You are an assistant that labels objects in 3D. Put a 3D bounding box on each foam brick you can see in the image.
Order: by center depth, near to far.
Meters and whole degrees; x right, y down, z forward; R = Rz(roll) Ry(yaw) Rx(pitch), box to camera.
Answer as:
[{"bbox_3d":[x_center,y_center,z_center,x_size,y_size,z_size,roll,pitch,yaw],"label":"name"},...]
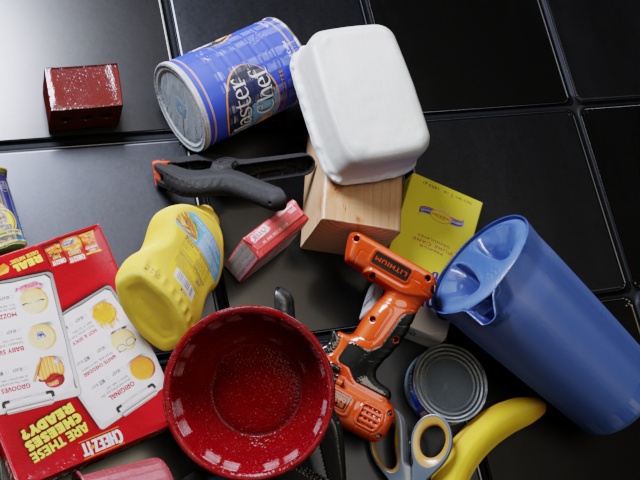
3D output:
[{"bbox_3d":[-0.254,-0.152,1.138,0.078,0.053,0.051,-8,72,-19],"label":"foam brick"}]

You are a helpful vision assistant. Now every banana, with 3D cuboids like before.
[{"bbox_3d":[0.169,0.228,1.135,0.069,0.037,0.197,47,64,-16],"label":"banana"}]

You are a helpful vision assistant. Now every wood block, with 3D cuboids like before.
[{"bbox_3d":[0.037,-0.096,1.185,0.090,0.091,0.206,9,67,-14],"label":"wood block"}]

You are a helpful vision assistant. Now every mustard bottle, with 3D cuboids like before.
[{"bbox_3d":[-0.140,0.018,1.073,0.096,0.058,0.191,58,26,-23],"label":"mustard bottle"}]

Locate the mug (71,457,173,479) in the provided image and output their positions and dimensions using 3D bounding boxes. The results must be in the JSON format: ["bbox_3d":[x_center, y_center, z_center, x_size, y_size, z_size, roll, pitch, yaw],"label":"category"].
[{"bbox_3d":[-0.178,0.261,0.989,0.081,0.093,0.117,-10,102,-25],"label":"mug"}]

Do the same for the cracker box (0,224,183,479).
[{"bbox_3d":[-0.252,0.112,1.026,0.164,0.072,0.214,-21,78,-23],"label":"cracker box"}]

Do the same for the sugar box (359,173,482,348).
[{"bbox_3d":[0.114,0.022,1.189,0.093,0.048,0.176,22,64,-9],"label":"sugar box"}]

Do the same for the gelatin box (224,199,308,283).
[{"bbox_3d":[-0.057,0.001,1.119,0.073,0.089,0.030,-39,85,-26],"label":"gelatin box"}]

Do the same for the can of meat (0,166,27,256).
[{"bbox_3d":[-0.349,-0.018,1.054,0.102,0.058,0.084,-16,78,-21],"label":"can of meat"}]

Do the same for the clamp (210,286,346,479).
[{"bbox_3d":[-0.052,0.174,1.053,0.164,0.036,0.210,-32,84,8],"label":"clamp"}]

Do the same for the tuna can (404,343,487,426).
[{"bbox_3d":[0.134,0.157,1.150,0.086,0.034,0.086,6,68,-15],"label":"tuna can"}]

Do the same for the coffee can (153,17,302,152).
[{"bbox_3d":[-0.095,-0.171,1.166,0.140,0.103,0.103,-29,81,-25],"label":"coffee can"}]

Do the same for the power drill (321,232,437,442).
[{"bbox_3d":[0.021,0.089,1.101,0.184,0.057,0.187,28,86,1],"label":"power drill"}]

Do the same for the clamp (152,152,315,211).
[{"bbox_3d":[-0.091,-0.071,1.133,0.172,0.039,0.120,11,22,21],"label":"clamp"}]

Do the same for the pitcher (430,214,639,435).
[{"bbox_3d":[0.246,0.090,1.144,0.242,0.145,0.149,42,73,-16],"label":"pitcher"}]

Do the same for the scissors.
[{"bbox_3d":[0.103,0.265,1.090,0.096,0.016,0.202,-16,72,9],"label":"scissors"}]

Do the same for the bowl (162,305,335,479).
[{"bbox_3d":[-0.064,0.142,1.007,0.162,0.055,0.162,0,85,5],"label":"bowl"}]
